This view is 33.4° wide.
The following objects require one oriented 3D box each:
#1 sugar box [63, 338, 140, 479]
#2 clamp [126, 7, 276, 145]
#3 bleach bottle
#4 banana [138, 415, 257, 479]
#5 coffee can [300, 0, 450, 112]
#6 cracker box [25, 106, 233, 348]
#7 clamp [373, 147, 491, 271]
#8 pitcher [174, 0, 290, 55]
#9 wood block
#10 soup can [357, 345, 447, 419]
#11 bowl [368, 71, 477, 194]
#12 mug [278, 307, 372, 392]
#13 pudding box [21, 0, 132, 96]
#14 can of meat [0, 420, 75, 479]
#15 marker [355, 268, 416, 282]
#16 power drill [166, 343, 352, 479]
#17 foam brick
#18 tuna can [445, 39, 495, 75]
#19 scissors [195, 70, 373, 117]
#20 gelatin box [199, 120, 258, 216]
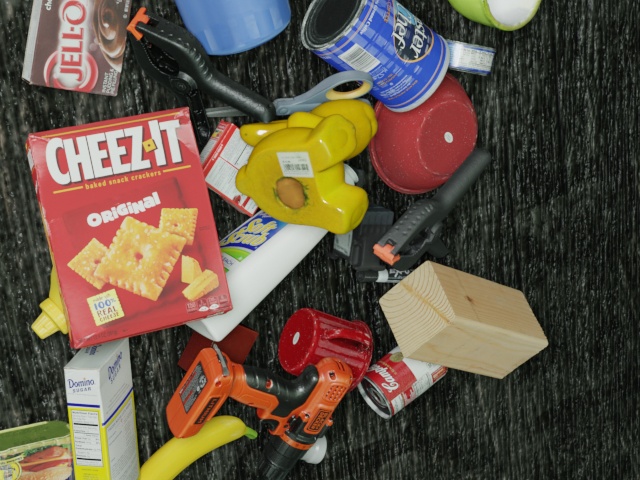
[{"bbox_3d":[-0.234,0.199,1.151,0.048,0.093,0.176,-1,107,11],"label":"sugar box"},{"bbox_3d":[-0.139,-0.164,1.104,0.171,0.120,0.039,43,47,-21],"label":"clamp"},{"bbox_3d":[-0.058,0.001,1.202,0.250,0.103,0.068,-43,122,-18],"label":"bleach bottle"},{"bbox_3d":[-0.160,0.259,1.249,0.197,0.037,0.069,-30,117,-22],"label":"banana"},{"bbox_3d":[0.063,-0.223,1.205,0.140,0.103,0.103,30,87,-35],"label":"coffee can"},{"bbox_3d":[-0.191,-0.013,1.067,0.164,0.072,0.214,-13,90,-18],"label":"cracker box"},{"bbox_3d":[0.131,-0.026,1.273,0.209,0.036,0.165,-24,142,-55],"label":"clamp"},{"bbox_3d":[-0.102,-0.316,1.053,0.144,0.149,0.243,-43,128,-36],"label":"pitcher"},{"bbox_3d":[0.184,0.103,1.352,0.205,0.091,0.090,18,130,-45],"label":"wood block"},{"bbox_3d":[0.106,0.173,1.374,0.102,0.069,0.068,-35,120,-20],"label":"soup can"},{"bbox_3d":[0.139,-0.130,1.312,0.161,0.055,0.162,-10,110,-31],"label":"bowl"},{"bbox_3d":[0.010,0.127,1.275,0.081,0.117,0.093,21,64,-31],"label":"mug"},{"bbox_3d":[-0.240,-0.204,1.055,0.089,0.039,0.113,4,103,-33],"label":"pudding box"},{"bbox_3d":[-0.309,0.245,1.138,0.101,0.058,0.084,-8,107,-30],"label":"can of meat"},{"bbox_3d":[0.096,0.045,1.359,0.120,0.020,0.020,3,103,-33],"label":"marker"},{"bbox_3d":[-0.076,0.197,1.212,0.187,0.057,0.185,15,116,-35],"label":"power drill"},{"bbox_3d":[-0.119,0.125,1.226,0.052,0.051,0.078,29,88,-35],"label":"foam brick"},{"bbox_3d":[0.165,-0.222,1.281,0.085,0.086,0.034,4,104,-34],"label":"tuna can"},{"bbox_3d":[-0.028,-0.158,1.170,0.201,0.016,0.096,2,148,-25],"label":"scissors"},{"bbox_3d":[-0.093,-0.080,1.193,0.089,0.030,0.073,36,83,-35],"label":"gelatin box"}]
